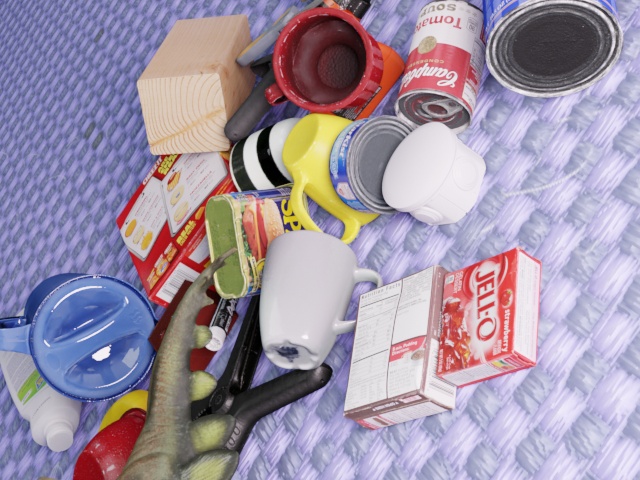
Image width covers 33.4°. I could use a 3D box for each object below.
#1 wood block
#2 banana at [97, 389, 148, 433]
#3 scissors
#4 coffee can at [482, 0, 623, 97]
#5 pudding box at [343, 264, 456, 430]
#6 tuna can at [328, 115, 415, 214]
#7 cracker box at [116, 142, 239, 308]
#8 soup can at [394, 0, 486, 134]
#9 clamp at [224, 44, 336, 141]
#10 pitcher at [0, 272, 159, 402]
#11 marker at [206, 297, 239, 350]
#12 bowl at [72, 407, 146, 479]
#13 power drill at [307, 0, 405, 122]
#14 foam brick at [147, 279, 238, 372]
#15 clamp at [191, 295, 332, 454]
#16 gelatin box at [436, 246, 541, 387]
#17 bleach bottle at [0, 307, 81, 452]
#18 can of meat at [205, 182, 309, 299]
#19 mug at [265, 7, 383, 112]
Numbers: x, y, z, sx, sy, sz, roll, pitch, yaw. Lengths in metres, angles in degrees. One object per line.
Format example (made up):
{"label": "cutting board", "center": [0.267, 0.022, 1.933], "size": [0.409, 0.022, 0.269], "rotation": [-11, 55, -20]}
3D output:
{"label": "wood block", "center": [-0.135, -0.182, 1.218], "size": [0.091, 0.090, 0.206], "rotation": [-3, 29, 7]}
{"label": "banana", "center": [-0.198, 0.193, 1.108], "size": [0.198, 0.037, 0.069], "rotation": [-49, 41, 50]}
{"label": "scissors", "center": [-0.025, -0.237, 1.120], "size": [0.202, 0.016, 0.096], "rotation": [-25, 23, 54]}
{"label": "coffee can", "center": [0.178, -0.198, 0.842], "size": [0.103, 0.102, 0.140], "rotation": [-33, 40, 38]}
{"label": "pudding box", "center": [0.065, 0.084, 0.835], "size": [0.090, 0.039, 0.113], "rotation": [-26, 43, 45]}
{"label": "tuna can", "center": [0.050, -0.066, 0.935], "size": [0.034, 0.086, 0.086], "rotation": [4, 68, 58]}
{"label": "cracker box", "center": [-0.143, -0.031, 1.205], "size": [0.164, 0.072, 0.214], "rotation": [-54, 30, 9]}
{"label": "soup can", "center": [0.109, -0.153, 0.940], "size": [0.069, 0.068, 0.102], "rotation": [-16, 51, 50]}
{"label": "clamp", "center": [-0.039, -0.170, 1.088], "size": [0.172, 0.039, 0.120], "rotation": [-30, 38, 52]}
{"label": "pitcher", "center": [-0.282, 0.097, 1.205], "size": [0.145, 0.149, 0.243], "rotation": [-48, 16, -13]}
{"label": "marker", "center": [-0.093, 0.066, 1.069], "size": [0.020, 0.020, 0.121], "rotation": [-41, 18, 30]}
{"label": "bowl", "center": [-0.192, 0.240, 1.003], "size": [0.162, 0.055, 0.162], "rotation": [1, 91, 56]}
{"label": "power drill", "center": [0.029, -0.207, 1.116], "size": [0.185, 0.057, 0.188], "rotation": [-52, 29, 21]}
{"label": "foam brick", "center": [-0.131, 0.089, 1.105], "size": [0.078, 0.051, 0.053], "rotation": [-58, 31, 4]}
{"label": "clamp", "center": [-0.082, 0.146, 0.999], "size": [0.210, 0.036, 0.165], "rotation": [-49, 32, 13]}
{"label": "gelatin box", "center": [0.123, 0.056, 0.780], "size": [0.073, 0.030, 0.089], "rotation": [-25, 46, 44]}
{"label": "bleach bottle", "center": [-0.350, 0.184, 1.340], "size": [0.103, 0.068, 0.251], "rotation": [-54, 33, 11]}
{"label": "can of meat", "center": [-0.057, 0.001, 0.997], "size": [0.058, 0.083, 0.102], "rotation": [-10, 89, 52]}
{"label": "mug", "center": [0.002, -0.158, 0.990], "size": [0.117, 0.093, 0.081], "rotation": [-31, -4, 16]}
